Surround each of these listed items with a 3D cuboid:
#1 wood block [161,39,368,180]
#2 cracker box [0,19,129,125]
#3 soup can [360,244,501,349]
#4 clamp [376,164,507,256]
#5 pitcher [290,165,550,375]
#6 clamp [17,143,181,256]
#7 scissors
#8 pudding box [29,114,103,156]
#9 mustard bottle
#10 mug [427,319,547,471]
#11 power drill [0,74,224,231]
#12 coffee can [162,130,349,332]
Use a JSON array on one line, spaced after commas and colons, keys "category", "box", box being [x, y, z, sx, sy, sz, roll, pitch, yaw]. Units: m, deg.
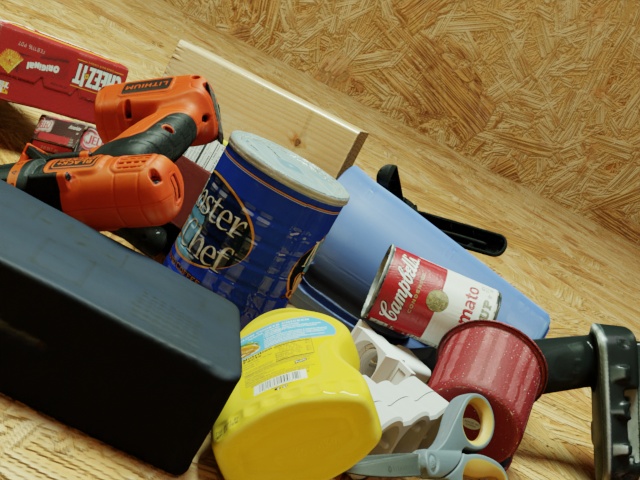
[{"category": "wood block", "box": [-0.065, -0.120, 1.112, 0.206, 0.091, 0.090, 28, 8, 6]}, {"category": "cracker box", "box": [-0.315, -0.179, 1.012, 0.214, 0.072, 0.163, 22, 6, 32]}, {"category": "soup can", "box": [0.094, 0.054, 0.904, 0.102, 0.068, 0.068, 23, 13, 0]}, {"category": "clamp", "box": [0.096, -0.023, 1.159, 0.164, 0.036, 0.210, 30, -14, -15]}, {"category": "pitcher", "box": [0.084, 0.053, 0.999, 0.243, 0.149, 0.145, 35, -7, 9]}, {"category": "clamp", "box": [-0.177, -0.028, 0.901, 0.172, 0.039, 0.120, 32, -4, 19]}, {"category": "scissors", "box": [0.074, 0.133, 0.719, 0.201, 0.016, 0.096, 34, 51, -44]}, {"category": "pudding box", "box": [-0.194, -0.074, 0.966, 0.113, 0.039, 0.090, 28, -7, -41]}, {"category": "mustard bottle", "box": [-0.021, 0.088, 0.687, 0.191, 0.096, 0.058, -108, 178, -73]}, {"category": "mug", "box": [0.129, 0.133, 0.845, 0.093, 0.117, 0.081, -6, 26, 26]}, {"category": "power drill", "box": [-0.162, -0.058, 0.765, 0.185, 0.057, 0.187, -1, 28, 17]}, {"category": "coffee can", "box": [-0.055, 0.001, 0.822, 0.102, 0.140, 0.103, 28, 13, -7]}]
